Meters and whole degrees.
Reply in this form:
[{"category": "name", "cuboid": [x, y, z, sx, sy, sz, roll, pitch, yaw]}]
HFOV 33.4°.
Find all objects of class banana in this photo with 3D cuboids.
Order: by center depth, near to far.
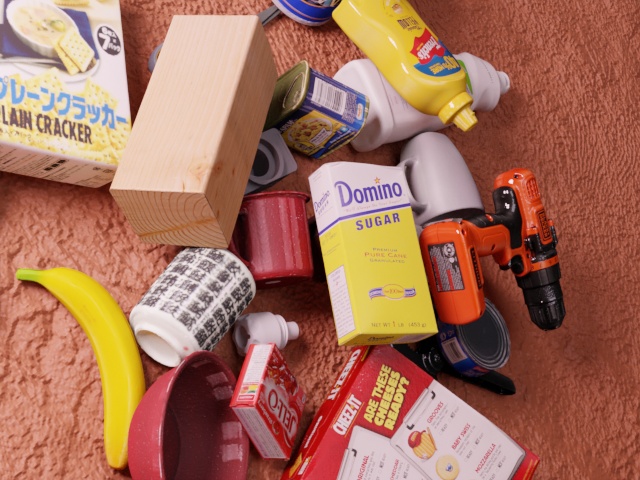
[{"category": "banana", "cuboid": [-0.195, 0.101, 0.943, 0.069, 0.037, 0.198, -27, 85, -10]}]

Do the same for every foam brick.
[{"category": "foam brick", "cuboid": [0.013, -0.001, 1.095, 0.051, 0.078, 0.053, 39, 54, -15]}]

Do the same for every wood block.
[{"category": "wood block", "cuboid": [-0.112, -0.104, 0.994, 0.090, 0.091, 0.206, 71, 27, -55]}]

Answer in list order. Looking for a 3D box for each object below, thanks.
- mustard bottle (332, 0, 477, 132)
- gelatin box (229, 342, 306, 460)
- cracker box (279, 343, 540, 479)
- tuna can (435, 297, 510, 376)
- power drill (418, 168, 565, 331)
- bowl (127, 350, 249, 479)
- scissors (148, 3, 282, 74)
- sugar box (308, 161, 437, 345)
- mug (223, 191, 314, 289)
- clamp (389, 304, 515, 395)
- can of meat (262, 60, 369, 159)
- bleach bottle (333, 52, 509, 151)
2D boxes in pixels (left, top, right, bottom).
[{"category": "mustard bottle", "cuboid": [0.103, -0.194, 1.156, 0.192, 0.058, 0.096, 51, 39, 9]}, {"category": "gelatin box", "cuboid": [-0.047, 0.151, 0.995, 0.073, 0.030, 0.089, -72, 148, -42]}, {"category": "cracker box", "cuboid": [0.089, 0.226, 1.044, 0.213, 0.072, 0.164, 37, 65, -11]}, {"category": "tuna can", "cuboid": [0.163, 0.102, 1.144, 0.086, 0.034, 0.086, 23, 53, -34]}, {"category": "power drill", "cuboid": [0.189, 0.027, 1.132, 0.187, 0.057, 0.184, -21, 96, -48]}, {"category": "bowl", "cuboid": [-0.120, 0.177, 0.924, 0.162, 0.055, 0.162, -6, 90, -68]}, {"category": "scissors", "cuboid": [-0.092, -0.193, 1.135, 0.201, 0.016, 0.096, -24, 89, -38]}, {"category": "sugar box", "cuboid": [0.050, 0.012, 1.031, 0.093, 0.048, 0.176, 2, 69, -32]}, {"category": "mug", "cuboid": [-0.057, 0.001, 1.033, 0.117, 0.093, 0.081, 10, 70, -59]}, {"category": "clamp", "cuboid": [0.112, 0.138, 1.135, 0.210, 0.036, 0.164, 51, 52, -12]}, {"category": "can of meat", "cuboid": [-0.011, -0.133, 1.114, 0.083, 0.102, 0.057, 23, 61, -28]}, {"category": "bleach bottle", "cuboid": [0.133, -0.168, 1.250, 0.250, 0.068, 0.102, -12, 76, -39]}]
